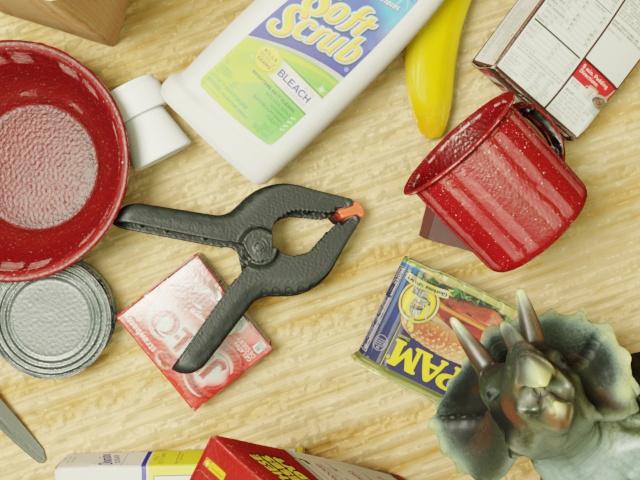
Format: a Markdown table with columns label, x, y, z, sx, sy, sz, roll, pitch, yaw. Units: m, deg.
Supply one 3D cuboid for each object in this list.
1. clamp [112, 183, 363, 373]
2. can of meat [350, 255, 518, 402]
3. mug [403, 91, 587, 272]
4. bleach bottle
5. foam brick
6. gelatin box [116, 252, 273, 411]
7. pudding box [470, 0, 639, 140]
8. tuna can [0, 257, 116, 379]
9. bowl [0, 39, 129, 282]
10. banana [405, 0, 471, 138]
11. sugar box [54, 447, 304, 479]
| label | x | y | z | sx | sy | sz | roll | pitch | yaw |
| --- | --- | --- | --- | --- | --- | --- | --- | --- | --- |
| clamp | -0.055 | 0.001 | 0.737 | 0.171 | 0.039 | 0.120 | -31 | 95 | -20 |
| can of meat | 0.086 | 0.069 | 0.756 | 0.102 | 0.057 | 0.084 | 26 | 90 | -4 |
| mug | 0.120 | -0.041 | 0.687 | 0.081 | 0.093 | 0.117 | 45 | 56 | -9 |
| bleach bottle | 0.013 | -0.158 | 0.713 | 0.102 | 0.068 | 0.251 | 43 | 100 | -5 |
| foam brick | 0.106 | -0.031 | 0.751 | 0.053 | 0.051 | 0.078 | 15 | 94 | -3 |
| gelatin box | -0.088 | 0.065 | 0.762 | 0.073 | 0.030 | 0.089 | -38 | 94 | 1 |
| pudding box | 0.174 | -0.139 | 0.742 | 0.090 | 0.039 | 0.113 | 37 | 90 | -20 |
| tuna can | -0.189 | 0.053 | 0.756 | 0.086 | 0.034 | 0.086 | 0 | 94 | -2 |
| bowl | -0.203 | -0.052 | 0.731 | 0.162 | 0.055 | 0.162 | 0 | 90 | 5 |
| banana | 0.102 | -0.171 | 0.748 | 0.069 | 0.037 | 0.198 | 30 | 93 | -4 |
| sugar box | -0.098 | 0.199 | 0.765 | 0.176 | 0.048 | 0.093 | 0 | 94 | 2 |
